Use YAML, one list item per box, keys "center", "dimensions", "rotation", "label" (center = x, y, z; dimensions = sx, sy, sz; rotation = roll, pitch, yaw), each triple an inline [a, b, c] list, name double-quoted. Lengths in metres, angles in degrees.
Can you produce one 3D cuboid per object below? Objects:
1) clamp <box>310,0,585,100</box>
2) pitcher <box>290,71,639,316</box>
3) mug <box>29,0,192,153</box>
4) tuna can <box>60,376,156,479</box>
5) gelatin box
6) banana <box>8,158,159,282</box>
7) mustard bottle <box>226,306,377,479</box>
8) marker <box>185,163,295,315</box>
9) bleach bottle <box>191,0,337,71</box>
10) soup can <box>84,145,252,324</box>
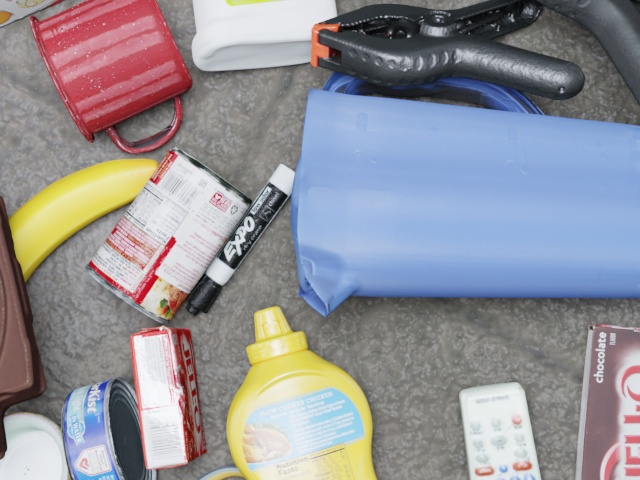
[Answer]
- center: [0.081, -0.134, 0.698]
  dimensions: [0.171, 0.120, 0.039]
  rotation: [6, 122, 1]
  label: "clamp"
- center: [0.103, -0.033, 0.682]
  dimensions: [0.243, 0.145, 0.149]
  rotation: [3, 104, 1]
  label: "pitcher"
- center: [-0.134, -0.114, 0.727]
  dimensions: [0.081, 0.093, 0.117]
  rotation: [-24, 115, -3]
  label: "mug"
- center: [-0.138, 0.135, 0.702]
  dimensions: [0.034, 0.086, 0.086]
  rotation: [-15, 84, 5]
  label: "tuna can"
- center: [-0.099, 0.102, 0.707]
  dimensions: [0.030, 0.073, 0.089]
  rotation: [-8, 84, 3]
  label: "gelatin box"
- center: [-0.194, 0.009, 0.743]
  dimensions: [0.069, 0.037, 0.198]
  rotation: [37, 90, -8]
  label: "banana"
- center: [-0.010, 0.137, 0.704]
  dimensions: [0.096, 0.058, 0.191]
  rotation: [-15, 84, -8]
  label: "mustard bottle"
- center: [-0.055, 0.001, 0.739]
  dimensions: [0.020, 0.020, 0.121]
  rotation: [35, 89, 6]
  label: "marker"
- center: [-0.054, -0.247, 0.733]
  dimensions: [0.102, 0.068, 0.251]
  rotation: [-7, 83, -16]
  label: "bleach bottle"
- center: [-0.101, -0.004, 0.719]
  dimensions: [0.068, 0.068, 0.102]
  rotation: [35, 88, 6]
  label: "soup can"
